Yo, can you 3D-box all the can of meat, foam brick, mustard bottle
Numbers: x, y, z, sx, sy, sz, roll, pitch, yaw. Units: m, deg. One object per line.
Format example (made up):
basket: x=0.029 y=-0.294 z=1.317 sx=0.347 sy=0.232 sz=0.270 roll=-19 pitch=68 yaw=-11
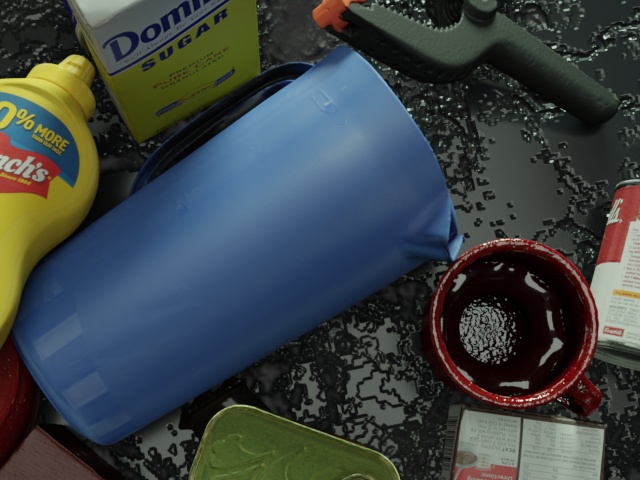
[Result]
can of meat: x=-0.014 y=0.124 z=0.563 sx=0.102 sy=0.084 sz=0.057 roll=20 pitch=83 yaw=0
foam brick: x=-0.148 y=0.138 z=0.597 sx=0.053 sy=0.078 sz=0.051 roll=37 pitch=80 yaw=3
mustard bottle: x=-0.171 y=-0.028 z=0.557 sx=0.096 sy=0.058 sz=0.191 roll=26 pitch=57 yaw=0

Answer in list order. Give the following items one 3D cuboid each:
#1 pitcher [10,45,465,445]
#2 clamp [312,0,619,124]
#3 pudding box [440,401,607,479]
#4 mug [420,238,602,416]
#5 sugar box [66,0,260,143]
pitcher: x=-0.054 y=0.001 z=0.609 sx=0.243 sy=0.149 sz=0.145 roll=-33 pitch=97 yaw=-4
clamp: x=0.091 y=-0.131 z=0.634 sx=0.209 sy=0.036 sz=0.164 roll=-18 pitch=82 yaw=-37
pudding box: x=0.115 y=0.156 z=0.621 sx=0.090 sy=0.039 sz=0.113 roll=8 pitch=81 yaw=-1
mug: x=0.112 y=0.058 z=0.616 sx=0.117 sy=0.081 sz=0.093 roll=39 pitch=81 yaw=4
sugar box: x=-0.083 y=-0.118 z=0.595 sx=0.093 sy=0.176 sz=0.048 roll=-30 pitch=82 yaw=-7
